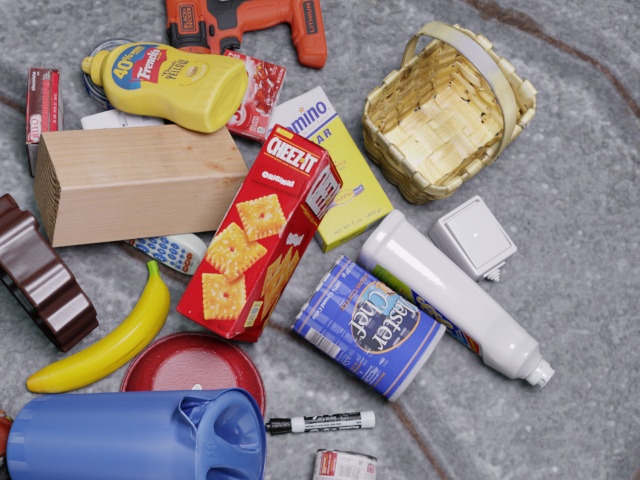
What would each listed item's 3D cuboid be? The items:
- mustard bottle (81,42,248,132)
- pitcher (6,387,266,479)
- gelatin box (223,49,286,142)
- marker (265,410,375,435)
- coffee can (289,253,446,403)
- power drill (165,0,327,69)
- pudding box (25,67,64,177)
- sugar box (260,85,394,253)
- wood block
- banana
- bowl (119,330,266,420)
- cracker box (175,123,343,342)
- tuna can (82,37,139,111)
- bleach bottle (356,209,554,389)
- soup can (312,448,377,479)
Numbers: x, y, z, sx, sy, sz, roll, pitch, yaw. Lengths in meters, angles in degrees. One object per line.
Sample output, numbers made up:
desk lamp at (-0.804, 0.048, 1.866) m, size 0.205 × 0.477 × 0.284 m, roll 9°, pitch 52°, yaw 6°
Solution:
mustard bottle at (-0.183, -0.179, 1.190) m, size 0.192 × 0.058 × 0.096 m, roll 15°, pitch 54°, yaw 22°
pitcher at (-0.180, 0.217, 1.057) m, size 0.243 × 0.144 × 0.149 m, roll -2°, pitch 88°, yaw 26°
gelatin box at (-0.086, -0.165, 1.222) m, size 0.073 × 0.030 × 0.089 m, roll 17°, pitch 82°, yaw 0°
marker at (-0.001, 0.202, 1.180) m, size 0.121 × 0.020 × 0.020 m, roll -3°, pitch 75°, yaw -8°
coffee can at (0.052, 0.096, 1.172) m, size 0.140 × 0.103 × 0.102 m, roll 35°, pitch 73°, yaw 4°
power drill at (-0.089, -0.237, 1.275) m, size 0.187 × 0.057 × 0.184 m, roll -6°, pitch 81°, yaw -9°
pudding box at (-0.308, -0.129, 1.189) m, size 0.039 × 0.114 × 0.090 m, roll 2°, pitch 74°, yaw -10°
sugar box at (0.002, -0.084, 1.248) m, size 0.093 × 0.048 × 0.176 m, roll -29°, pitch 81°, yaw -12°
wood block at (-0.194, -0.063, 1.153) m, size 0.205 × 0.091 × 0.090 m, roll -7°, pitch 49°, yaw -27°
banana at (-0.230, 0.110, 1.173) m, size 0.070 × 0.037 × 0.197 m, roll 32°, pitch 67°, yaw 34°
bowl at (-0.136, 0.166, 1.146) m, size 0.162 × 0.055 × 0.162 m, roll 3°, pitch 68°, yaw -7°
cracker box at (-0.057, 0.001, 1.129) m, size 0.072 × 0.164 × 0.213 m, roll 28°, pitch 86°, yaw 9°
tuna can at (-0.236, -0.195, 1.258) m, size 0.086 × 0.034 × 0.086 m, roll 2°, pitch 74°, yaw -6°
bleach bottle at (0.156, 0.074, 1.191) m, size 0.251 × 0.102 × 0.068 m, roll 39°, pitch 77°, yaw 6°
soup can at (0.021, 0.278, 1.135) m, size 0.068 × 0.068 × 0.102 m, roll 10°, pitch 73°, yaw -4°
